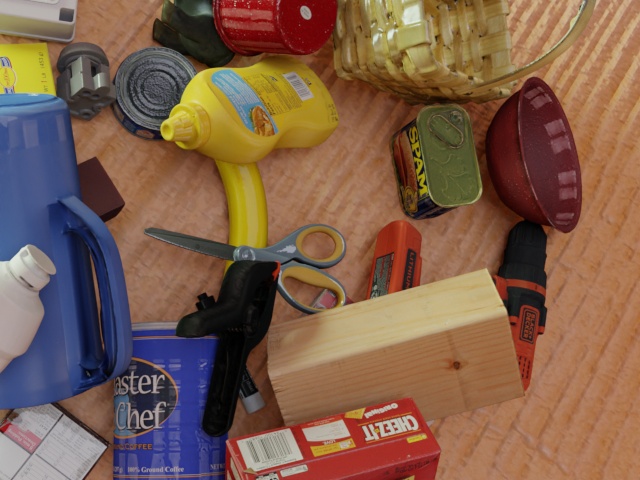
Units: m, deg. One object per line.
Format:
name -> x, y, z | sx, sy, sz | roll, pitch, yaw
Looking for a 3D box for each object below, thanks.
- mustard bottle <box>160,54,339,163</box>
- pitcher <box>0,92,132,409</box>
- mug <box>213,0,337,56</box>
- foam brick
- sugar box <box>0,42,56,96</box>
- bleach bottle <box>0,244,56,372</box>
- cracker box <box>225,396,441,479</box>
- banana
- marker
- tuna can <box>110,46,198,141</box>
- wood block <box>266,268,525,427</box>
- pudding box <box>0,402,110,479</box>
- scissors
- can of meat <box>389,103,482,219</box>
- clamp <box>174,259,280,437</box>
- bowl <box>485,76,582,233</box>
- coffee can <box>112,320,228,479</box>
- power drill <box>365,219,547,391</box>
mustard bottle -> -0.072, -0.117, 0.982 | 0.191, 0.058, 0.096 | -22, 72, -48
pitcher -> -0.240, 0.007, 0.866 | 0.149, 0.145, 0.243 | -6, 105, -17
mug -> -0.037, -0.227, 0.989 | 0.093, 0.082, 0.117 | -2, 102, -46
foam brick -> -0.226, -0.032, 0.968 | 0.078, 0.051, 0.053 | -30, 89, -20
sugar box -> -0.326, -0.127, 0.942 | 0.176, 0.048, 0.093 | -5, 55, -21
bleach bottle -> -0.302, 0.090, 0.796 | 0.251, 0.068, 0.102 | -42, 96, 7
cracker box -> 0.005, 0.243, 0.910 | 0.164, 0.214, 0.072 | -10, 42, -18
banana -> -0.082, -0.027, 1.016 | 0.069, 0.037, 0.198 | -12, 89, -25
marker -> -0.086, 0.105, 1.004 | 0.020, 0.020, 0.121 | -26, 88, -20
tuna can -> -0.156, -0.140, 1.017 | 0.086, 0.034, 0.086 | 3, 79, -17
wood block -> 0.063, 0.106, 0.942 | 0.206, 0.090, 0.091 | -15, 113, 3
pudding box -> -0.252, 0.196, 0.927 | 0.090, 0.039, 0.113 | 40, 74, -8
scissors -> -0.057, 0.001, 0.994 | 0.201, 0.016, 0.096 | 30, 68, -15
can of meat -> 0.112, -0.076, 1.062 | 0.057, 0.084, 0.102 | -7, 83, -18
clamp -> -0.072, 0.081, 0.911 | 0.039, 0.171, 0.120 | 10, 120, 18
bowl -> 0.211, -0.082, 1.085 | 0.161, 0.055, 0.162 | 26, 59, -52
coffee can -> -0.131, 0.145, 0.938 | 0.102, 0.103, 0.140 | 2, 80, -17
power drill -> 0.142, 0.044, 1.053 | 0.187, 0.057, 0.184 | 19, 68, -21
